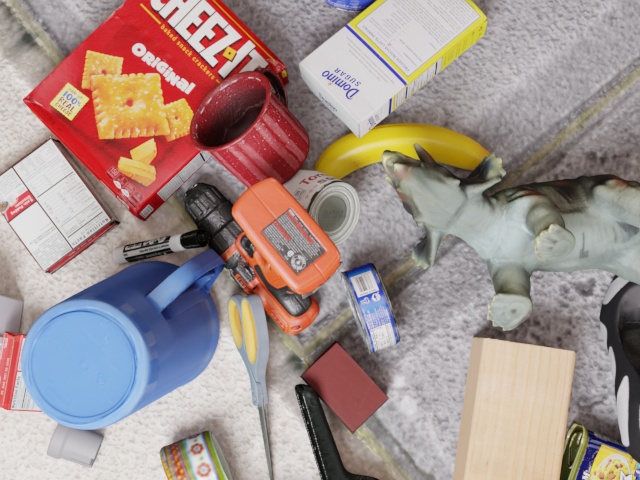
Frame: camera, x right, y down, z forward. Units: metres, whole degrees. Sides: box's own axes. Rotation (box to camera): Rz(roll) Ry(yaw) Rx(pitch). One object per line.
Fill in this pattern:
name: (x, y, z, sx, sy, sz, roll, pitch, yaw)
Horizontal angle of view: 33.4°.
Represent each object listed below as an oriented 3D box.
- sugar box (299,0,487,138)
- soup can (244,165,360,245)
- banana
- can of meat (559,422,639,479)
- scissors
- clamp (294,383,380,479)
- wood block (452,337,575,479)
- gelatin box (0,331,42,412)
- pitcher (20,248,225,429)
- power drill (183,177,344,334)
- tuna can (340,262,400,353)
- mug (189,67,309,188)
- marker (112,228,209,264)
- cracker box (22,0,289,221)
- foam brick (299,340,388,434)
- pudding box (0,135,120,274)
sugar box: (0.074, -0.193, 1.078, 0.176, 0.048, 0.093, -40, 74, -7)
soup can: (-0.018, -0.038, 1.043, 0.102, 0.068, 0.068, 24, 84, 47)
banana: (0.076, -0.087, 1.091, 0.198, 0.037, 0.069, -12, 112, 2)
can of meat: (0.275, 0.242, 1.047, 0.084, 0.057, 0.102, 21, 85, 0)
scissors: (-0.068, 0.140, 1.071, 0.016, 0.096, 0.202, -11, 116, -21)
clamp: (0.002, 0.263, 1.028, 0.210, 0.036, 0.164, 44, 81, -14)
wood block: (0.182, 0.202, 1.034, 0.090, 0.091, 0.206, 8, 85, 1)
gelatin box: (-0.276, 0.131, 1.048, 0.030, 0.089, 0.073, 5, 84, 36)
pitcher: (-0.171, 0.085, 0.969, 0.145, 0.242, 0.149, 1, 93, 5)
power drill: (-0.057, 0.001, 1.008, 0.057, 0.188, 0.184, -42, 89, -16)
tuna can: (0.049, 0.066, 1.050, 0.033, 0.086, 0.086, -19, 85, -3)
mug: (-0.061, -0.110, 1.020, 0.093, 0.081, 0.117, -6, 55, 35)
marker: (-0.158, 0.006, 1.058, 0.121, 0.020, 0.020, -11, 84, 35)
cracker box: (-0.163, -0.152, 1.079, 0.213, 0.072, 0.164, -45, 87, -4)
foam brick: (0.023, 0.145, 1.060, 0.051, 0.053, 0.078, -43, 85, -3)
pudding box: (-0.273, -0.035, 1.087, 0.090, 0.039, 0.113, -37, 87, -3)
